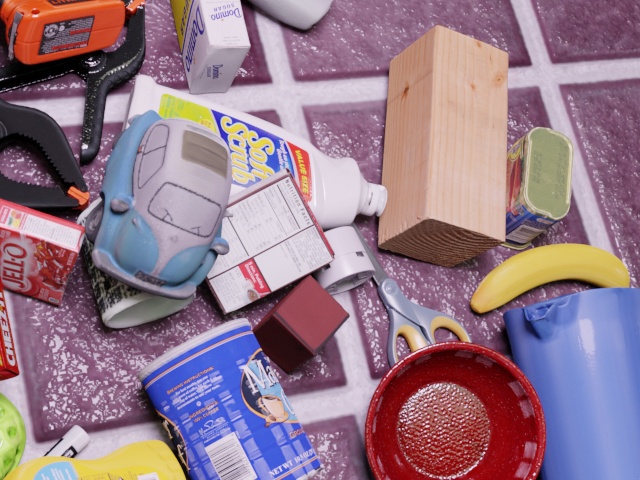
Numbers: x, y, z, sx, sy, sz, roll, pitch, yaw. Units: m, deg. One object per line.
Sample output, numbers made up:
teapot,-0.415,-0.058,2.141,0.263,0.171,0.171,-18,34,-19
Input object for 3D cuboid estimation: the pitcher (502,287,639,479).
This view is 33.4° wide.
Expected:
pitcher,0.260,0.171,0.988,0.149,0.145,0.243,-5,75,-9

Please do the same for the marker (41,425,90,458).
marker,-0.234,0.196,0.851,0.020,0.020,0.121,46,62,1

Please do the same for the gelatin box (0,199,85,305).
gelatin box,-0.239,0.012,0.879,0.073,0.089,0.030,20,51,-12

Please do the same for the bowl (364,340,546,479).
bowl,0.116,0.171,0.952,0.162,0.055,0.162,1,84,-5

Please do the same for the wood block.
wood block,0.120,-0.091,1.042,0.090,0.091,0.206,16,65,-25

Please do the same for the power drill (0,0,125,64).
power drill,-0.258,-0.244,0.959,0.184,0.057,0.188,-24,61,-38

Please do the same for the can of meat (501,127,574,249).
can of meat,0.209,-0.053,1.070,0.057,0.084,0.102,16,66,-14

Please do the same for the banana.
banana,0.238,0.037,1.073,0.197,0.037,0.069,0,69,-20

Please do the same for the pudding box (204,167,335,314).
pudding box,-0.056,0.001,0.940,0.113,0.039,0.090,-27,101,-1

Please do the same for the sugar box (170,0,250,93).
sugar box,-0.114,-0.239,1.019,0.048,0.093,0.176,-4,71,-21

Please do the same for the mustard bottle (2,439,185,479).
mustard bottle,-0.189,0.209,0.803,0.191,0.058,0.096,1,61,-44

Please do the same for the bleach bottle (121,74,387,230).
bleach bottle,-0.059,-0.072,0.988,0.250,0.068,0.102,13,70,-14

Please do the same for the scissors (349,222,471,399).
scissors,0.084,0.051,1.024,0.096,0.016,0.202,-9,73,-24

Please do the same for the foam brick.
foam brick,-0.020,0.075,0.942,0.053,0.078,0.051,44,62,-2

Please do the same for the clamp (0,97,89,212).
clamp,-0.286,-0.098,0.919,0.210,0.036,0.164,26,77,-6

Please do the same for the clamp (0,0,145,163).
clamp,-0.225,-0.165,0.982,0.120,0.039,0.171,30,64,-11

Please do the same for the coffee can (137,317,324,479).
coffee can,-0.074,0.149,0.880,0.102,0.103,0.140,-24,80,-26
